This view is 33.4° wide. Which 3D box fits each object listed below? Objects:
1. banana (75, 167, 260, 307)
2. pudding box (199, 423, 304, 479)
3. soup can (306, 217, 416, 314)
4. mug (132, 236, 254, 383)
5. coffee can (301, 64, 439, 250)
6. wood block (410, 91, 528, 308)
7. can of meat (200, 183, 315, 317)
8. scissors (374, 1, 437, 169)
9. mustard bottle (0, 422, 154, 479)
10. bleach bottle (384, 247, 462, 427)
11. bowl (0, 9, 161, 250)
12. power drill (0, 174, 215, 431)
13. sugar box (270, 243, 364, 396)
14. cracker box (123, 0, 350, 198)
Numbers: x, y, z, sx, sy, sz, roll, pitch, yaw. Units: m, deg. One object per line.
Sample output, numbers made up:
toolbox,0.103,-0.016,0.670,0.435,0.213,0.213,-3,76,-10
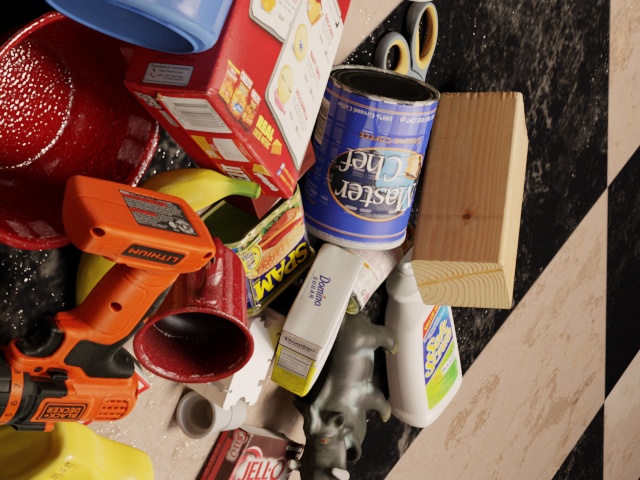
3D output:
banana,-0.131,0.004,0.771,0.198,0.069,0.037,-39,-164,30
pudding box,-0.073,0.236,1.089,0.090,0.039,0.113,-64,150,-1
soup can,0.042,0.015,1.065,0.102,0.069,0.068,-50,147,-20
mug,-0.096,0.045,0.834,0.093,0.081,0.117,8,135,-13
coffee can,0.041,-0.075,0.960,0.102,0.103,0.140,-18,127,-50
wood block,0.155,-0.044,1.085,0.090,0.091,0.206,66,31,-54
can of meat,-0.056,0.001,0.920,0.102,0.058,0.084,-42,141,-30
scissors,0.084,-0.139,1.060,0.096,0.016,0.202,-32,138,-38
mustard bottle,-0.186,0.187,0.838,0.096,0.058,0.191,-21,151,14
bleach bottle,0.111,0.106,1.245,0.102,0.068,0.251,-45,143,-28
bowl,-0.176,-0.077,0.680,0.161,0.055,0.162,-36,140,-38
power drill,-0.168,0.047,0.691,0.184,0.057,0.188,10,126,-46
sugar box,-0.006,0.077,0.987,0.176,0.048,0.093,100,15,-66
cracker box,-0.045,-0.159,0.737,0.164,0.072,0.213,50,52,-63
